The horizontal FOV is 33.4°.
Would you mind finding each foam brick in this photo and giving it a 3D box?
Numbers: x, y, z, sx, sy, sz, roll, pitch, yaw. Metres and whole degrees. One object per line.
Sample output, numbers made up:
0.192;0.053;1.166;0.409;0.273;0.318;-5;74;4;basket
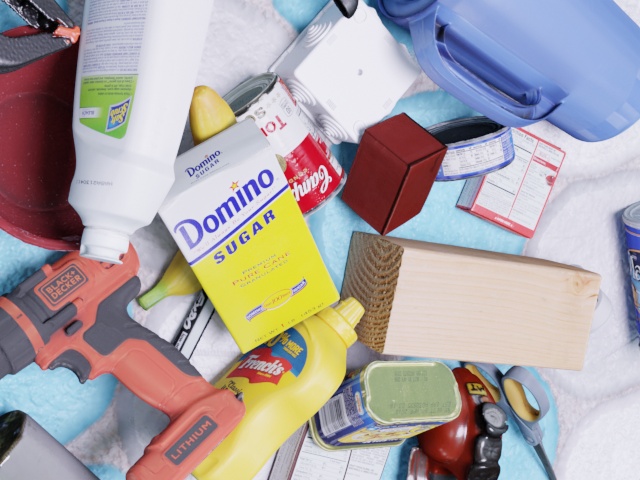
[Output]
0.060;-0.055;0.875;0.052;0.051;0.078;-29;150;-41;foam brick

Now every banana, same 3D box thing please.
-0.087;-0.029;0.811;0.069;0.037;0.198;-20;136;-47;banana

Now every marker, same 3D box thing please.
-0.096;0.058;0.863;0.020;0.020;0.121;29;86;-27;marker

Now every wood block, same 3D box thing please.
0.129;0.053;0.930;0.205;0.090;0.091;7;96;-27;wood block

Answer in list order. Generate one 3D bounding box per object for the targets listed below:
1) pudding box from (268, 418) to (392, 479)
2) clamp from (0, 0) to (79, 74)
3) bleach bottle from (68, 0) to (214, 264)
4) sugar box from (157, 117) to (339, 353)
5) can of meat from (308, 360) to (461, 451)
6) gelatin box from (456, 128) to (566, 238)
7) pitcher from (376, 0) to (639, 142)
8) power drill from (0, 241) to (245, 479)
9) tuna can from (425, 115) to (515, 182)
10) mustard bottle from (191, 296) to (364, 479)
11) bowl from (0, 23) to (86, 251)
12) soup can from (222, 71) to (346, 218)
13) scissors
0.002;0.211;0.927;0.089;0.039;0.113;19;88;-25;pudding box
-0.237;-0.144;0.675;0.171;0.039;0.120;24;77;-37;clamp
-0.129;-0.110;0.726;0.068;0.103;0.251;18;80;-47;bleach bottle
-0.055;0.001;0.799;0.093;0.048;0.176;-30;138;-5;sugar box
0.053;0.136;0.886;0.101;0.084;0.057;3;66;-33;can of meat
0.173;-0.056;0.965;0.073;0.030;0.089;22;89;-26;gelatin box
0.172;-0.173;0.889;0.242;0.145;0.149;30;105;-30;pitcher
-0.161;0.103;0.765;0.187;0.057;0.184;46;62;5;power drill
0.121;-0.078;0.906;0.086;0.086;0.034;-20;109;-21;tuna can
-0.036;0.117;0.858;0.191;0.096;0.058;-44;118;-13;mustard bottle
-0.192;-0.069;0.761;0.161;0.055;0.162;6;79;-33;bowl
-0.034;-0.073;0.842;0.068;0.069;0.102;-41;113;-14;soup can
0.183;0.169;1.008;0.016;0.096;0.201;-46;146;-21;scissors
